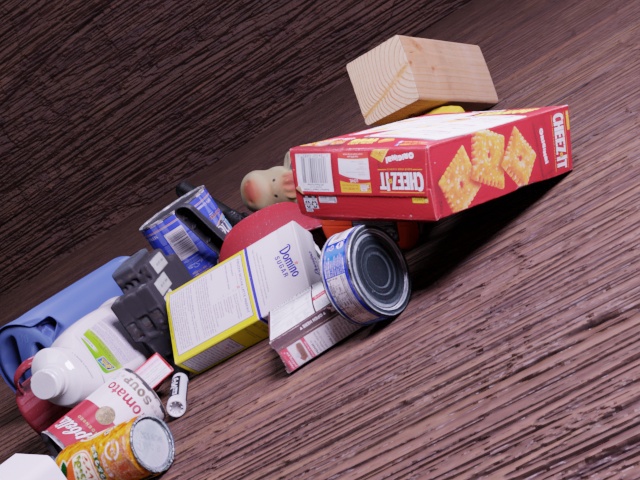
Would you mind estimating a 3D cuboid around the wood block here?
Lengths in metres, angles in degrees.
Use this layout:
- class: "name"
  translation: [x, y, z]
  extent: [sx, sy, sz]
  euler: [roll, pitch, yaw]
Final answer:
- class: "wood block"
  translation: [0.142, -0.211, 1.439]
  extent: [0.091, 0.090, 0.205]
  euler: [-24, -10, 37]

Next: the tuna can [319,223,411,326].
- class: "tuna can"
  translation: [0.040, 0.029, 0.929]
  extent: [0.034, 0.086, 0.086]
  euler: [-22, 16, 39]

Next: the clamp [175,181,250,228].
- class: "clamp"
  translation: [-0.114, -0.024, 1.479]
  extent: [0.036, 0.164, 0.210]
  euler: [-59, 23, -2]

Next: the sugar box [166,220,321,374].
- class: "sugar box"
  translation: [-0.080, 0.062, 1.127]
  extent: [0.176, 0.048, 0.093]
  euler: [-27, 54, 19]

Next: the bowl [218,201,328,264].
- class: "bowl"
  translation: [-0.058, 0.002, 1.242]
  extent: [0.162, 0.055, 0.162]
  euler: [-27, -14, -7]

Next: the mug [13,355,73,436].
- class: "mug"
  translation: [-0.304, 0.173, 1.234]
  extent: [0.081, 0.117, 0.093]
  euler: [-37, 43, 7]

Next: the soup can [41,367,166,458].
- class: "soup can"
  translation: [-0.209, 0.181, 1.038]
  extent: [0.102, 0.068, 0.069]
  euler: [-39, 12, -27]

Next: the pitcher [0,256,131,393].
- class: "pitcher"
  translation: [-0.330, 0.127, 1.493]
  extent: [0.149, 0.145, 0.242]
  euler: [-11, 19, 35]

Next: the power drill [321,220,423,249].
- class: "power drill"
  translation: [0.069, -0.061, 1.168]
  extent: [0.185, 0.057, 0.187]
  euler: [0, 31, 27]

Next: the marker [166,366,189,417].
- class: "marker"
  translation: [-0.146, 0.153, 1.100]
  extent: [0.020, 0.020, 0.121]
  euler: [-33, 11, 2]

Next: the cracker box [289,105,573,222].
- class: "cracker box"
  translation: [0.105, -0.072, 0.977]
  extent: [0.164, 0.072, 0.213]
  euler: [3, 15, 45]

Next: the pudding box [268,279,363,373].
- class: "pudding box"
  translation: [-0.003, 0.071, 0.999]
  extent: [0.090, 0.039, 0.113]
  euler: [-33, 9, 4]

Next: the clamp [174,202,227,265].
- class: "clamp"
  translation: [-0.116, 0.013, 1.317]
  extent: [0.039, 0.120, 0.171]
  euler: [-18, -11, 29]

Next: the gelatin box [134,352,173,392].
- class: "gelatin box"
  translation: [-0.203, 0.166, 1.131]
  extent: [0.089, 0.030, 0.073]
  euler: [-42, -4, -31]

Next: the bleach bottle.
- class: "bleach bottle"
  translation: [-0.256, 0.127, 1.181]
  extent: [0.068, 0.102, 0.250]
  euler: [-47, -5, 11]

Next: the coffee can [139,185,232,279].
- class: "coffee can"
  translation: [-0.155, 0.014, 1.395]
  extent: [0.103, 0.140, 0.103]
  euler: [-32, 11, 7]
